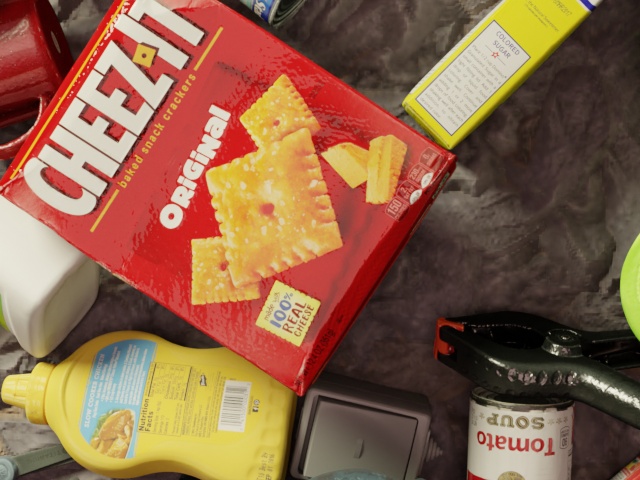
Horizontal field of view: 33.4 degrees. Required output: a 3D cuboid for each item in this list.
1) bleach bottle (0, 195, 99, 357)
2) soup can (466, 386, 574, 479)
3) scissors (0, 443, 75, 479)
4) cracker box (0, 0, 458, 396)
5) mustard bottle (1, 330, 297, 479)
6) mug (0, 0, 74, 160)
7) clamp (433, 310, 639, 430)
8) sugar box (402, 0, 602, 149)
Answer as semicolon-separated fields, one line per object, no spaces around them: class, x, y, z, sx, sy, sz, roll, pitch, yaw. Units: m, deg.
bleach bottle;-0.261;-0.030;0.694;0.251;0.103;0.068;35;62;7
soup can;0.128;0.149;0.687;0.068;0.068;0.102;2;94;4
scissors;-0.225;0.178;0.739;0.202;0.016;0.096;0;92;5
cracker box;-0.052;-0.037;0.623;0.213;0.072;0.164;33;93;2
mustard bottle;-0.113;0.108;0.698;0.191;0.058;0.096;6;66;4
mug;-0.203;-0.104;0.674;0.081;0.093;0.117;-17;63;0
clamp;0.155;0.080;0.659;0.171;0.120;0.039;3;109;8
sugar box;0.126;-0.130;0.651;0.176;0.093;0.048;-43;92;6
